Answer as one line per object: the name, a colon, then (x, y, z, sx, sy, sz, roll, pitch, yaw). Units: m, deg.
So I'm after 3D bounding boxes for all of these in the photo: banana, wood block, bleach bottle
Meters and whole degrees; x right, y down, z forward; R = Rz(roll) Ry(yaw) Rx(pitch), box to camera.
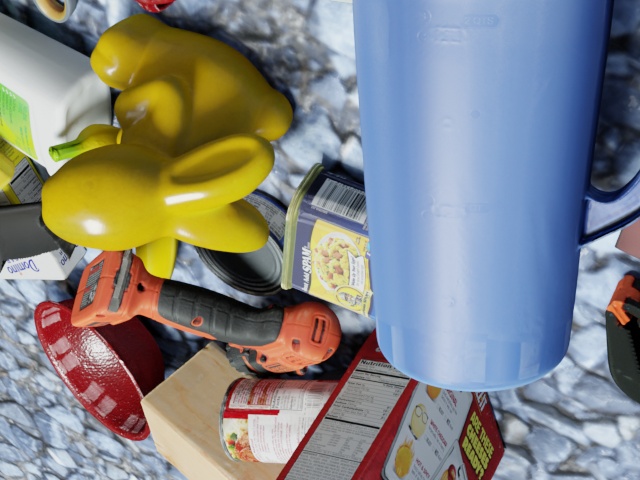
banana: (-0.149, -0.029, 0.842, 0.037, 0.069, 0.197, 41, 163, 39)
wood block: (-0.050, 0.194, 0.930, 0.206, 0.090, 0.091, 35, 150, 30)
bleach bottle: (-0.282, -0.145, 0.824, 0.251, 0.068, 0.103, 29, 145, 12)

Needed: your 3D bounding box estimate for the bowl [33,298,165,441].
bowl: (-0.198, 0.110, 1.011, 0.162, 0.055, 0.162, 31, 142, 28)

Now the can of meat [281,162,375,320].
can of meat: (0.023, 0.004, 0.762, 0.084, 0.057, 0.102, 21, 139, 14)

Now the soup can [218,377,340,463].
soup can: (-0.020, 0.144, 0.847, 0.102, 0.068, 0.068, -2, 129, 25)

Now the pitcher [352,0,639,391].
pitcher: (0.091, -0.047, 0.550, 0.149, 0.144, 0.243, -141, 43, -56)

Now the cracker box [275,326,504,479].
cracker box: (0.052, 0.177, 0.792, 0.072, 0.213, 0.164, 5, 132, 34)

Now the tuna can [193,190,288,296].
tuna can: (-0.055, 0.001, 0.831, 0.086, 0.033, 0.086, 20, 139, 18)

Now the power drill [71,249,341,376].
power drill: (-0.095, 0.062, 0.841, 0.187, 0.057, 0.185, 16, 162, -19)

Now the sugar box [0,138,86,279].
sugar box: (-0.289, -0.043, 0.944, 0.093, 0.048, 0.176, 0, 133, 32)
